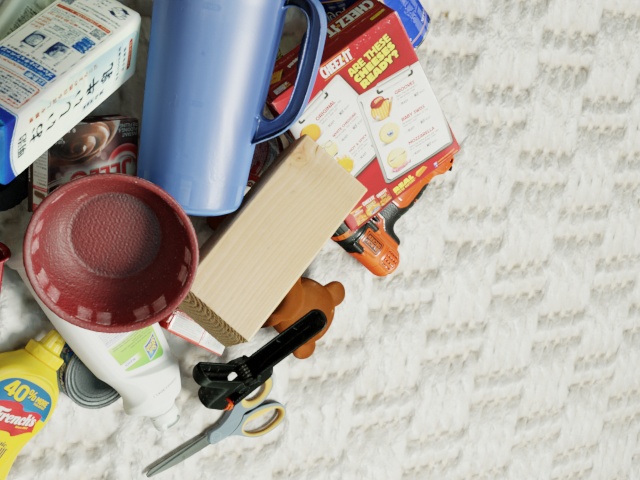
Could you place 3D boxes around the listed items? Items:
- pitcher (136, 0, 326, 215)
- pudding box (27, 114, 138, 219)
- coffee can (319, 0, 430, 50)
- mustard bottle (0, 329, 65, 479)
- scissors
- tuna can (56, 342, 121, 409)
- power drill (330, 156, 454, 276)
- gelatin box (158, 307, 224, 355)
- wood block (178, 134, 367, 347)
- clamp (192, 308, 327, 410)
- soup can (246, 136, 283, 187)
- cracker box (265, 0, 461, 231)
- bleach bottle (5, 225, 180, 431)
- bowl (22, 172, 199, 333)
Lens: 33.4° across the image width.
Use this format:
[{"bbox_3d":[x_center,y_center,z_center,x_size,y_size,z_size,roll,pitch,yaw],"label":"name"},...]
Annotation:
[{"bbox_3d":[-0.100,-0.149,1.035,0.144,0.149,0.243,0,111,-33],"label":"pitcher"},{"bbox_3d":[-0.231,-0.074,1.045,0.113,0.039,0.090,-13,113,-46],"label":"pudding box"},{"bbox_3d":[0.049,-0.277,1.208,0.102,0.103,0.140,-52,132,-13],"label":"coffee can"},{"bbox_3d":[-0.323,0.173,1.087,0.191,0.058,0.096,-55,132,-11],"label":"mustard bottle"},{"bbox_3d":[-0.125,0.219,1.304,0.201,0.016,0.096,-11,111,-38],"label":"scissors"},{"bbox_3d":[-0.245,0.137,1.157,0.085,0.034,0.086,-16,116,-36],"label":"tuna can"},{"bbox_3d":[0.073,-0.070,1.341,0.187,0.057,0.184,-54,130,-9],"label":"power drill"},{"bbox_3d":[-0.154,0.090,1.191,0.089,0.073,0.030,33,83,-42],"label":"gelatin box"},{"bbox_3d":[-0.058,0.001,1.105,0.091,0.090,0.206,41,70,-10],"label":"wood block"},{"bbox_3d":[-0.079,0.145,1.210,0.164,0.036,0.210,-24,164,-21],"label":"clamp"},{"bbox_3d":[-0.100,-0.101,1.171,0.102,0.069,0.068,17,94,-42],"label":"soup can"},{"bbox_3d":[0.044,-0.139,1.189,0.164,0.072,0.213,-37,131,-4],"label":"cracker box"},{"bbox_3d":[-0.219,0.095,1.103,0.102,0.068,0.251,-38,113,-31],"label":"bleach bottle"},{"bbox_3d":[-0.196,0.005,1.012,0.162,0.055,0.162,-2,112,-6],"label":"bowl"}]
